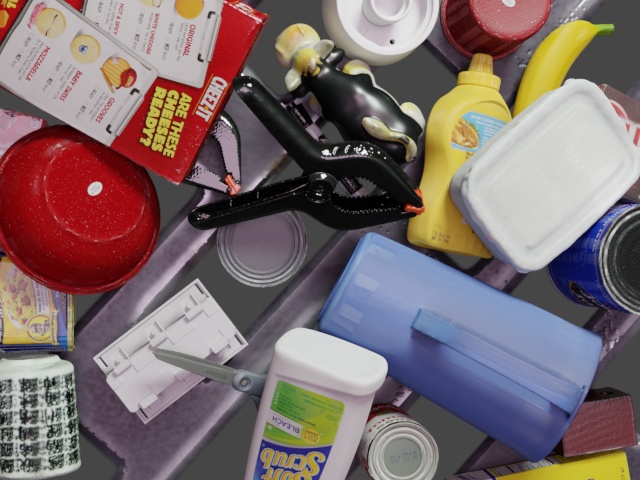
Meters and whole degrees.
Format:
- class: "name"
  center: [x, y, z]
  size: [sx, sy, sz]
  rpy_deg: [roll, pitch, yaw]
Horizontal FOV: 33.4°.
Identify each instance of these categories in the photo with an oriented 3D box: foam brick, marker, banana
- class: "foam brick"
  center: [0.263, 0.177, 1.048]
  size: [0.078, 0.053, 0.051]
  rpy_deg: [-8, 91, -8]
- class: "marker"
  center: [0.007, -0.083, 1.029]
  size: [0.020, 0.020, 0.121]
  rpy_deg: [-38, 95, -6]
- class: "banana"
  center: [0.226, -0.139, 1.048]
  size: [0.069, 0.037, 0.198]
  rpy_deg: [25, 87, -7]

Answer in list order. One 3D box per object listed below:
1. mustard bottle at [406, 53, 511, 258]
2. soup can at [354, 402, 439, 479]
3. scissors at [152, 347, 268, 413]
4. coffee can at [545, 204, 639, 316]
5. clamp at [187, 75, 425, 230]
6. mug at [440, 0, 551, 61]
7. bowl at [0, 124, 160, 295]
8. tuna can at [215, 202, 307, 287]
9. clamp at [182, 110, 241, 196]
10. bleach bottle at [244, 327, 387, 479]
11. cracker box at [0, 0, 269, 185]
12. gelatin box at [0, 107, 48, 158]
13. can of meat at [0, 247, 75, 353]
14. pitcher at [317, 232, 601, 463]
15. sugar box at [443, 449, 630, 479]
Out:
- class: "mustard bottle"
  center: [0.140, -0.083, 1.020]
  size: [0.096, 0.058, 0.191]
  rpy_deg: [11, 88, -36]
- class: "soup can"
  center: [0.067, 0.193, 0.997]
  size: [0.068, 0.102, 0.068]
  rpy_deg: [0, 90, -8]
- class: "scissors"
  center: [-0.070, 0.148, 0.985]
  size: [0.201, 0.016, 0.096]
  rpy_deg: [6, 103, -31]
- class: "coffee can"
  center: [0.283, 0.017, 1.005]
  size: [0.102, 0.140, 0.103]
  rpy_deg: [0, 91, -8]
- class: "clamp"
  center: [-0.004, -0.063, 0.947]
  size: [0.210, 0.036, 0.165]
  rpy_deg: [7, 131, -10]
- class: "mug"
  center: [0.172, -0.234, 1.018]
  size: [0.093, 0.081, 0.117]
  rpy_deg: [14, 89, -8]
- class: "bowl"
  center: [-0.208, -0.036, 0.949]
  size: [0.161, 0.055, 0.162]
  rpy_deg: [10, 70, -28]
- class: "tuna can"
  center: [-0.057, 0.001, 1.013]
  size: [0.086, 0.034, 0.086]
  rpy_deg: [0, 91, -8]
- class: "clamp"
  center: [-0.125, -0.119, 1.000]
  size: [0.171, 0.039, 0.120]
  rpy_deg: [43, 95, -6]
- class: "bleach bottle"
  center: [-0.017, 0.210, 0.972]
  size: [0.103, 0.068, 0.251]
  rpy_deg: [20, 113, 17]
- class: "cracker box"
  center: [-0.175, -0.173, 0.931]
  size: [0.213, 0.072, 0.164]
  rpy_deg: [28, 107, -3]
- class: "gelatin box"
  center: [-0.304, -0.089, 0.981]
  size: [0.089, 0.030, 0.073]
  rpy_deg: [17, 88, -7]
- class: "can of meat"
  center: [-0.267, 0.053, 0.974]
  size: [0.084, 0.057, 0.102]
  rpy_deg: [-1, 91, -10]
- class: "pitcher"
  center: [0.124, 0.091, 0.975]
  size: [0.243, 0.149, 0.144]
  rpy_deg: [28, 44, 1]
- class: "sugar box"
  center: [0.216, 0.263, 1.046]
  size: [0.176, 0.048, 0.093]
  rpy_deg: [-11, 92, -9]
